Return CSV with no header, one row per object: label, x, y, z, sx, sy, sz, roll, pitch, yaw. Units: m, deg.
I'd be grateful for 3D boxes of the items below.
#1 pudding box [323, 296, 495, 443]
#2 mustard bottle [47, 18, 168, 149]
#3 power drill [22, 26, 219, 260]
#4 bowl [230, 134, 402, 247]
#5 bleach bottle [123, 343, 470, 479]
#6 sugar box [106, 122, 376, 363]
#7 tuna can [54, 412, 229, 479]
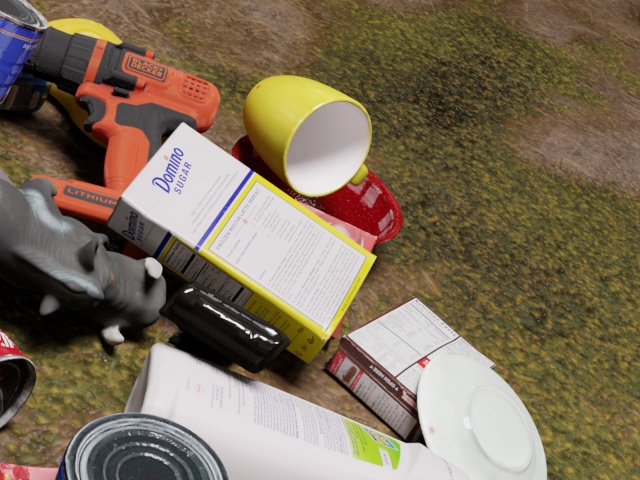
pudding box,0.071,0.096,0.823,0.090,0.039,0.113,40,31,20
mustard bottle,-0.181,-0.125,0.950,0.096,0.058,0.192,-12,48,-45
power drill,-0.179,-0.083,0.830,0.184,0.057,0.187,17,52,-12
bowl,-0.012,-0.029,0.934,0.162,0.055,0.162,19,31,-12
bleach bottle,0.002,0.144,0.665,0.250,0.068,0.102,22,17,-12
sugar box,-0.055,0.001,0.771,0.176,0.048,0.093,34,48,-2
tuna can,-0.087,0.124,0.519,0.086,0.034,0.086,18,30,-11
